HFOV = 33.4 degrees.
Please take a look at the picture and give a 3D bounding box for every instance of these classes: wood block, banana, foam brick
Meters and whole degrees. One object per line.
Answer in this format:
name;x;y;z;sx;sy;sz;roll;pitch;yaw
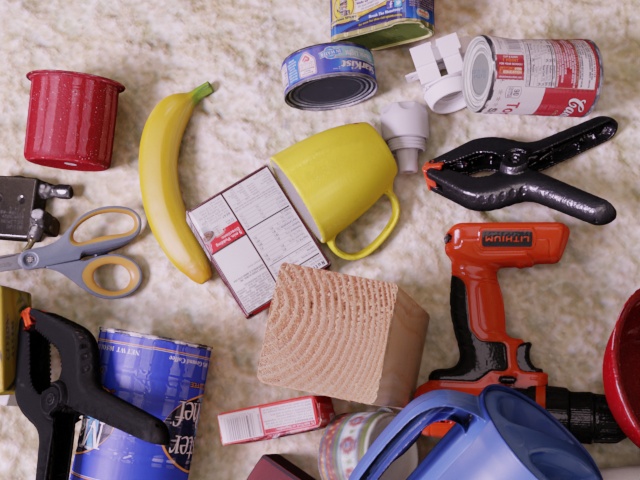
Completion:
wood block;0.025;0.082;0.856;0.091;0.206;0.090;10;82;13
banana;-0.137;-0.056;1.003;0.070;0.037;0.198;-3;80;12
foam brick;-0.026;0.226;0.922;0.078;0.053;0.051;31;88;16

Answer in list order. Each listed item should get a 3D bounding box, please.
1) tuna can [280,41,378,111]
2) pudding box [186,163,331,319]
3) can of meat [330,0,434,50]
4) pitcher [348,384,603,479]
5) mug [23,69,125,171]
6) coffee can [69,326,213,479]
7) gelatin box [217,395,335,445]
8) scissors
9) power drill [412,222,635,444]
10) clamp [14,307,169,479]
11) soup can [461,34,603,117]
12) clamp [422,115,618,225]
tuna can;0.008;-0.147;0.963;0.086;0.086;0.034;-10;77;10
pudding box;-0.056;0.001;0.962;0.090;0.039;0.113;-31;84;-8
can of meat;0.055;-0.223;0.968;0.102;0.057;0.084;-7;81;38
pitcher;0.094;0.232;0.829;0.243;0.144;0.149;-49;61;18
mug;-0.244;-0.111;1.016;0.117;0.093;0.081;1;84;43
coffee can;-0.157;0.154;0.937;0.103;0.102;0.140;8;82;13
gelatin box;-0.036;0.156;0.925;0.089;0.073;0.030;-12;79;9
scissors;-0.255;0.033;0.993;0.201;0.016;0.096;-25;92;-9
power drill;0.172;0.079;0.903;0.184;0.057;0.187;1;80;9
clamp;-0.203;0.132;0.887;0.165;0.036;0.210;-39;54;23
soup can;0.180;-0.141;0.914;0.102;0.069;0.068;0;79;-15
clamp;0.179;-0.066;0.928;0.172;0.039;0.120;7;45;22
